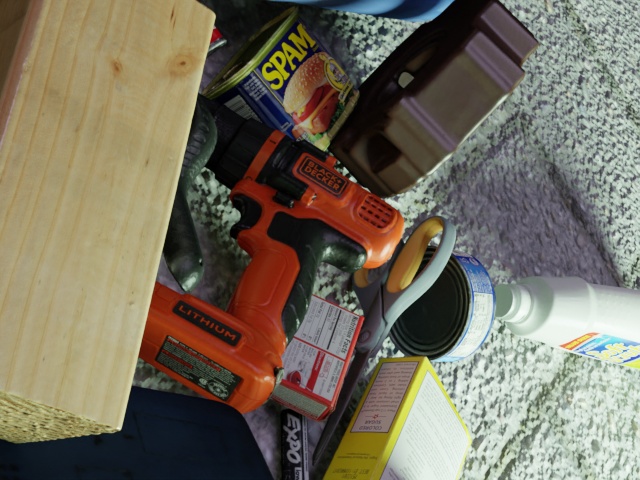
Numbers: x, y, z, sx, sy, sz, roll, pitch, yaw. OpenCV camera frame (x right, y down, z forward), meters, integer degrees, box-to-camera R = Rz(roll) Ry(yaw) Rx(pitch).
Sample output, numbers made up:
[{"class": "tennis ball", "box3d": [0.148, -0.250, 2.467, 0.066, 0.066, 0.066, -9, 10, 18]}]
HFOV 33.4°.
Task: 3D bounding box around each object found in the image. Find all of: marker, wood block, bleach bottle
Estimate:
[{"class": "marker", "box3d": [-0.017, 0.131, 0.705, 0.020, 0.020, 0.121, 16, 61, -37]}, {"class": "wood block", "box3d": [-0.126, -0.023, 0.476, 0.090, 0.091, 0.206, 27, 62, -36]}, {"class": "bleach bottle", "box3d": [0.243, 0.071, 0.931, 0.250, 0.103, 0.068, 11, 70, -32]}]

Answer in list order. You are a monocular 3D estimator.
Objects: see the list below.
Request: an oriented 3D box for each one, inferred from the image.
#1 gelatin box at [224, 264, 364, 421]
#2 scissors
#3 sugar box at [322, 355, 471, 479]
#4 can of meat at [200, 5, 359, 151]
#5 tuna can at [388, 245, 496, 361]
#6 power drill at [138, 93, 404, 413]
[{"class": "gelatin box", "box3d": [-0.024, 0.067, 0.701, 0.089, 0.030, 0.073, 25, 53, -6]}, {"class": "scissors", "box3d": [0.027, 0.063, 0.760, 0.016, 0.096, 0.201, 43, 73, -27]}, {"class": "sugar box", "box3d": [0.043, 0.172, 0.713, 0.093, 0.048, 0.176, 59, 44, -29]}, {"class": "can of meat", "box3d": [-0.026, -0.108, 0.779, 0.084, 0.058, 0.102, 49, 46, -18]}, {"class": "tuna can", "box3d": [0.088, 0.047, 0.793, 0.033, 0.086, 0.086, 8, 67, -43]}, {"class": "power drill", "box3d": [-0.054, 0.001, 0.676, 0.184, 0.057, 0.187, 30, 53, 1]}]
